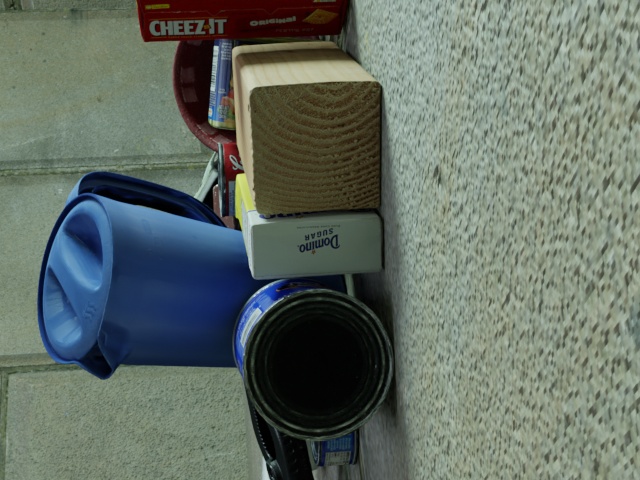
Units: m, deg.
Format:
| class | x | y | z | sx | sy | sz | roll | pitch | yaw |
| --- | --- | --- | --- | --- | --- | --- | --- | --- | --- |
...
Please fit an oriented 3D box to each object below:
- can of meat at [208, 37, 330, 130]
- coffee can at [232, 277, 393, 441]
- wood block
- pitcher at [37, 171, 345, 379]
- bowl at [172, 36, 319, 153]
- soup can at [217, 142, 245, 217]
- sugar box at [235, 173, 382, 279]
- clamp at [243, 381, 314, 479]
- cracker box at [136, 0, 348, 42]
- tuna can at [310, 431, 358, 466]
| class | x | y | z | sx | sy | sz | roll | pitch | yaw |
| --- | --- | --- | --- | --- | --- | --- | --- | --- | --- |
| can of meat | -0.047 | -0.139 | 0.944 | 0.057 | 0.102 | 0.084 | -144 | 59 | -70 |
| coffee can | -0.010 | 0.082 | 0.778 | 0.140 | 0.102 | 0.103 | -172 | 79 | -83 |
| wood block | -0.016 | -0.093 | 0.815 | 0.206 | 0.090 | 0.091 | -114 | 21 | -70 |
| pitcher | -0.103 | 0.036 | 0.894 | 0.145 | 0.242 | 0.149 | 18 | 96 | 53 |
| bowl | -0.060 | -0.159 | 1.028 | 0.055 | 0.162 | 0.162 | -10 | -82 | -66 |
| soup can | -0.041 | -0.056 | 0.973 | 0.068 | 0.102 | 0.068 | 178 | 90 | -83 |
| sugar box | -0.013 | -0.017 | 0.810 | 0.176 | 0.093 | 0.048 | -124 | 32 | -75 |
| clamp | -0.031 | 0.219 | 1.004 | 0.210 | 0.036 | 0.165 | 70 | 160 | 6 |
| cracker box | -0.070 | -0.267 | 0.872 | 0.072 | 0.164 | 0.213 | 98 | 168 | -64 |
| tuna can | 0.009 | 0.153 | 0.929 | 0.086 | 0.033 | 0.086 | 177 | 90 | -83 |
